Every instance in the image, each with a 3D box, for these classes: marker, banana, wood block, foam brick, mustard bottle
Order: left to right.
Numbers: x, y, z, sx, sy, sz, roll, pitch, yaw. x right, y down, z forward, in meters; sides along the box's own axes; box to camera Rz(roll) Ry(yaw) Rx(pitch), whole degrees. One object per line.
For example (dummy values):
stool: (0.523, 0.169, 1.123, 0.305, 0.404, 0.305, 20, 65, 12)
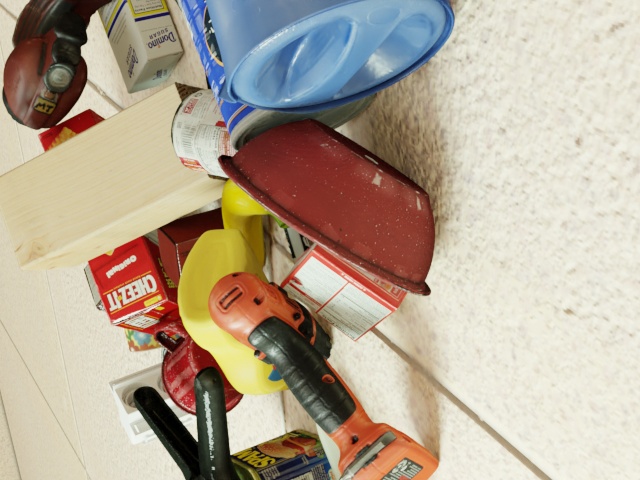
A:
wood block: (-0.177, -0.053, 0.955, 0.206, 0.090, 0.091, -24, 82, 21)
foam brick: (-0.107, 0.006, 1.004, 0.051, 0.078, 0.053, 38, 138, 55)
banana: (-0.061, -0.017, 0.908, 0.198, 0.037, 0.069, 124, 128, -74)
mustard bottle: (-0.060, 0.079, 0.924, 0.191, 0.058, 0.096, 62, -152, -51)
marker: (-0.020, -0.006, 0.882, 0.020, 0.020, 0.121, -9, 98, 66)

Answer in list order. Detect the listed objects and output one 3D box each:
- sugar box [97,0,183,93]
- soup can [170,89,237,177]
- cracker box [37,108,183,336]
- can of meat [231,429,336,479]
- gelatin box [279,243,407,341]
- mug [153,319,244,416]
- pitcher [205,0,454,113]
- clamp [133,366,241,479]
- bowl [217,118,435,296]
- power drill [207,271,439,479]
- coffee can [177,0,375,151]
sugar box: (-0.193, -0.245, 1.059, 0.176, 0.048, 0.093, 67, 155, 3)
soup can: (-0.058, -0.079, 0.820, 0.102, 0.068, 0.068, 13, 120, 41)
cracker box: (-0.198, -0.011, 1.109, 0.164, 0.072, 0.214, 39, -153, -75)
can of meat: (-0.036, 0.216, 0.985, 0.102, 0.083, 0.057, -1, 105, 65)
gelatin box: (0.017, 0.031, 0.776, 0.073, 0.030, 0.089, 36, 153, -3)
mug: (-0.113, 0.115, 1.061, 0.117, 0.093, 0.082, 36, 148, -5)
pitcher: (-0.014, -0.209, 0.618, 0.145, 0.149, 0.243, 112, 141, -72)
clamp: (-0.104, 0.215, 0.971, 0.165, 0.036, 0.210, -12, 98, 57)
bowl: (0.016, -0.031, 0.681, 0.055, 0.161, 0.162, -57, 42, 9)
power drill: (0.006, 0.113, 0.806, 0.188, 0.057, 0.184, 46, -177, 27)
coffee can: (-0.036, -0.143, 0.722, 0.140, 0.102, 0.103, 68, 156, 10)
